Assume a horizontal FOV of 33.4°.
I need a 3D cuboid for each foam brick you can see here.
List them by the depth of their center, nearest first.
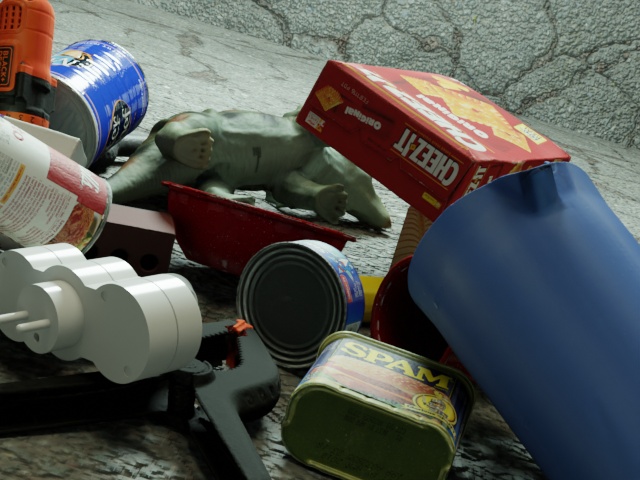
[{"bbox_3d":[-0.150,0.005,0.787,0.078,0.053,0.051,10,16,-18],"label":"foam brick"}]

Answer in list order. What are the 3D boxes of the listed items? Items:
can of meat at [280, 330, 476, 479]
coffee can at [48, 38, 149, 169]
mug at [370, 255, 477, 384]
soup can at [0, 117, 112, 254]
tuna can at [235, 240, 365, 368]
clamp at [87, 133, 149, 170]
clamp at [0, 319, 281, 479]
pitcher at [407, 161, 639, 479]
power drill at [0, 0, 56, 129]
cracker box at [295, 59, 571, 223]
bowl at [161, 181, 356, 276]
[{"bbox_3d":[0.034,0.103,0.623,0.102,0.057,0.083,19,18,9],"label":"can of meat"},{"bbox_3d":[-0.228,-0.120,0.976,0.103,0.103,0.140,17,25,4],"label":"coffee can"},{"bbox_3d":[0.102,0.054,0.766,0.081,0.117,0.093,11,43,-36],"label":"mug"},{"bbox_3d":[-0.198,-0.035,0.699,0.102,0.068,0.069,34,1,-39],"label":"soup can"},{"bbox_3d":[-0.013,0.042,0.730,0.086,0.086,0.033,24,15,25],"label":"tuna can"},{"bbox_3d":[-0.248,-0.108,1.112,0.120,0.039,0.171,19,16,17],"label":"clamp"},{"bbox_3d":[-0.069,0.089,0.593,0.165,0.036,0.209,18,16,18],"label":"clamp"},{"bbox_3d":[0.161,0.085,0.606,0.149,0.145,0.243,23,28,-46],"label":"pitcher"},{"bbox_3d":[-0.307,-0.109,0.883,0.188,0.184,0.057,2,-9,19],"label":"power drill"},{"bbox_3d":[0.107,-0.090,0.948,0.164,0.072,0.213,38,23,25],"label":"cracker box"},{"bbox_3d":[-0.056,0.001,0.849,0.162,0.055,0.162,16,-1,0],"label":"bowl"}]
